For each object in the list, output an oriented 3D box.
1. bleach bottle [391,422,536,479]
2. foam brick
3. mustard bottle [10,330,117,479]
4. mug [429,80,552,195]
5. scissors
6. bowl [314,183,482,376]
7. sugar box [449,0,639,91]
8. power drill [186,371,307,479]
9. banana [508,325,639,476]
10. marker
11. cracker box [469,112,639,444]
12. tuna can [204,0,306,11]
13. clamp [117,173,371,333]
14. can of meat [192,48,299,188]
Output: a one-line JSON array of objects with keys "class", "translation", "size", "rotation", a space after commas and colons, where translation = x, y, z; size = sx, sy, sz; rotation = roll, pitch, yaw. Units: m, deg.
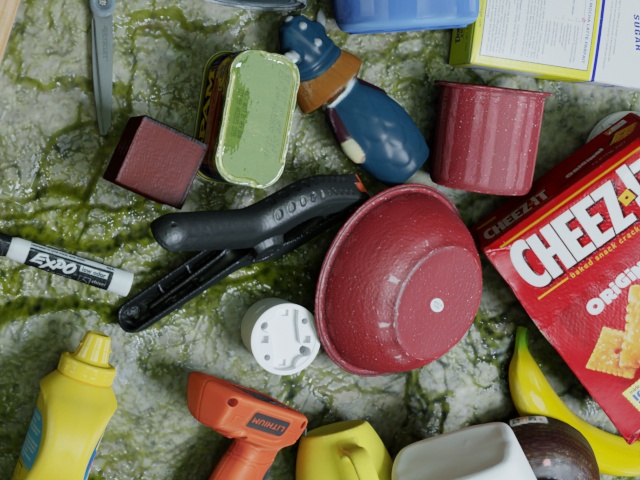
[{"class": "bleach bottle", "translation": [0.148, 0.262, 0.845], "size": [0.103, 0.068, 0.251], "rotation": [-19, 116, 15]}, {"class": "foam brick", "translation": [-0.121, -0.057, 0.774], "size": [0.051, 0.078, 0.053], "rotation": [24, 87, -18]}, {"class": "mustard bottle", "translation": [-0.190, 0.157, 0.767], "size": [0.058, 0.096, 0.191], "rotation": [19, 91, -14]}, {"class": "mug", "translation": [0.138, -0.082, 0.854], "size": [0.117, 0.093, 0.081], "rotation": [-7, 106, -53]}, {"class": "scissors", "translation": [-0.143, -0.186, 0.783], "size": [0.096, 0.016, 0.202], "rotation": [-17, 102, -15]}, {"class": "bowl", "translation": [0.074, 0.040, 0.827], "size": [0.161, 0.055, 0.162], "rotation": [-15, 116, -34]}, {"class": "sugar box", "translation": [0.197, -0.178, 0.876], "size": [0.176, 0.048, 0.093], "rotation": [5, 95, -22]}, {"class": "power drill", "translation": [-0.097, 0.195, 0.790], "size": [0.184, 0.057, 0.187], "rotation": [27, 87, -51]}, {"class": "banana", "translation": [0.226, 0.159, 0.929], "size": [0.197, 0.037, 0.069], "rotation": [42, 84, -17]}, {"class": "marker", "translation": [-0.198, 0.015, 0.788], "size": [0.121, 0.020, 0.020], "rotation": [19, 90, -19]}, {"class": "cracker box", "translation": [0.250, 0.033, 0.862], "size": [0.164, 0.072, 0.213], "rotation": [-37, 104, 7]}, {"class": "tuna can", "translation": [-0.051, -0.191, 0.775], "size": [0.086, 0.086, 0.034], "rotation": [5, 94, -18]}, {"class": "clamp", "translation": [-0.055, 0.001, 0.795], "size": [0.209, 0.165, 0.036], "rotation": [-22, 74, -35]}, {"class": "can of meat", "translation": [-0.056, -0.089, 0.786], "size": [0.057, 0.084, 0.102], "rotation": [8, 94, -18]}]
